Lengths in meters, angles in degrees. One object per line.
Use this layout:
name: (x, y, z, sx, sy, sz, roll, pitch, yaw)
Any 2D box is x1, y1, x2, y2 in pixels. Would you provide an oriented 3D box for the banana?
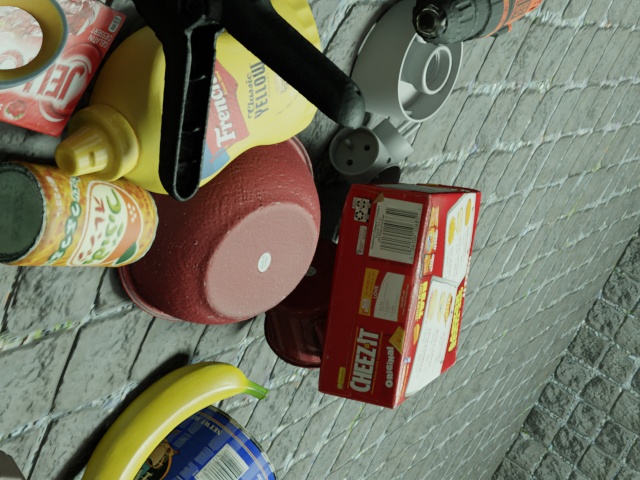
banana: (-0.127, 0.153, 0.840, 0.197, 0.069, 0.037, -37, -175, -25)

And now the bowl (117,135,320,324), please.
bowl: (-0.055, 0.001, 0.727, 0.161, 0.055, 0.162, -26, 136, -28)

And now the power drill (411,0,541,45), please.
power drill: (0.141, -0.231, 0.759, 0.184, 0.057, 0.188, -36, 156, -53)

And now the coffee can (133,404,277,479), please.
coffee can: (-0.119, 0.220, 0.892, 0.140, 0.103, 0.103, -44, 155, -29)

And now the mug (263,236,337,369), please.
mug: (-0.006, 0.059, 0.903, 0.093, 0.117, 0.081, -14, 144, -3)

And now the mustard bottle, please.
mustard bottle: (-0.075, -0.080, 0.614, 0.191, 0.058, 0.096, -35, 132, -44)

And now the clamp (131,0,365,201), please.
clamp: (-0.045, -0.112, 0.521, 0.039, 0.120, 0.171, -25, 103, -66)

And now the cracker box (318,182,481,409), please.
cracker box: (0.071, 0.035, 0.885, 0.213, 0.072, 0.164, -10, 109, -71)

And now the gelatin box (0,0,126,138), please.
gelatin box: (-0.141, -0.093, 0.508, 0.073, 0.030, 0.089, -59, 158, 6)
